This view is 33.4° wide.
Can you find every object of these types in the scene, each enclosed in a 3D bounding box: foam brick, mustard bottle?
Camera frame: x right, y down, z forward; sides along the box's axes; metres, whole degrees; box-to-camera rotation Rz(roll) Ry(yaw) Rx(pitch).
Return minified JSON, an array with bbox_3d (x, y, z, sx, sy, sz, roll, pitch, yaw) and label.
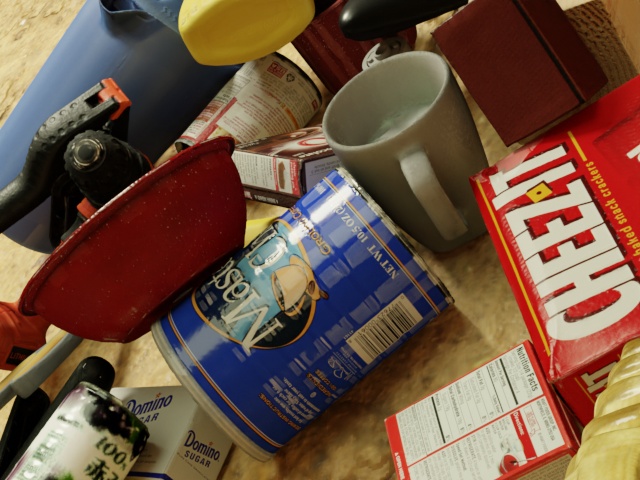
[{"bbox_3d":[0.109,-0.099,0.578,0.051,0.078,0.052,-34,-1,35],"label":"foam brick"},{"bbox_3d":[-0.059,-0.208,0.822,0.096,0.058,0.191,-22,37,11],"label":"mustard bottle"}]

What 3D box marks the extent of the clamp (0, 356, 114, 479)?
[{"bbox_3d":[-0.210,0.173,0.697,0.165,0.036,0.210,-17,44,63],"label":"clamp"}]

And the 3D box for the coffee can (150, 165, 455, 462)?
[{"bbox_3d":[-0.010,0.041,0.605,0.140,0.102,0.103,-40,34,1],"label":"coffee can"}]

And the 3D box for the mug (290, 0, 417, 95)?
[{"bbox_3d":[0.027,-0.165,0.818,0.117,0.081,0.093,5,55,47],"label":"mug"}]

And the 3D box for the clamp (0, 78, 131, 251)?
[{"bbox_3d":[-0.203,-0.046,0.795,0.039,0.120,0.172,43,119,18],"label":"clamp"}]

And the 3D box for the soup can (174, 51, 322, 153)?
[{"bbox_3d":[-0.055,-0.090,0.826,0.102,0.068,0.069,-51,35,-14],"label":"soup can"}]

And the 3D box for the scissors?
[{"bbox_3d":[-0.182,0.067,0.771,0.096,0.016,0.201,-36,10,19],"label":"scissors"}]

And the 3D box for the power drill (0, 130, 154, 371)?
[{"bbox_3d":[-0.188,0.010,0.780,0.057,0.184,0.187,43,87,13],"label":"power drill"}]

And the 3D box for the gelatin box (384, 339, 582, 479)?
[{"bbox_3d":[0.080,0.100,0.518,0.089,0.030,0.073,-31,34,14],"label":"gelatin box"}]

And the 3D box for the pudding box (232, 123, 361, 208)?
[{"bbox_3d":[0.008,-0.053,0.702,0.113,0.039,0.090,-20,19,-32],"label":"pudding box"}]

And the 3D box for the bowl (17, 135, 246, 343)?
[{"bbox_3d":[-0.097,0.011,0.629,0.162,0.055,0.162,-40,-4,-4],"label":"bowl"}]

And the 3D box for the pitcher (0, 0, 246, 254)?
[{"bbox_3d":[-0.177,-0.105,0.893,0.243,0.149,0.145,-47,27,19],"label":"pitcher"}]

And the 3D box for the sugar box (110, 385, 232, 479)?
[{"bbox_3d":[-0.120,0.168,0.623,0.094,0.048,0.176,-8,43,40],"label":"sugar box"}]
